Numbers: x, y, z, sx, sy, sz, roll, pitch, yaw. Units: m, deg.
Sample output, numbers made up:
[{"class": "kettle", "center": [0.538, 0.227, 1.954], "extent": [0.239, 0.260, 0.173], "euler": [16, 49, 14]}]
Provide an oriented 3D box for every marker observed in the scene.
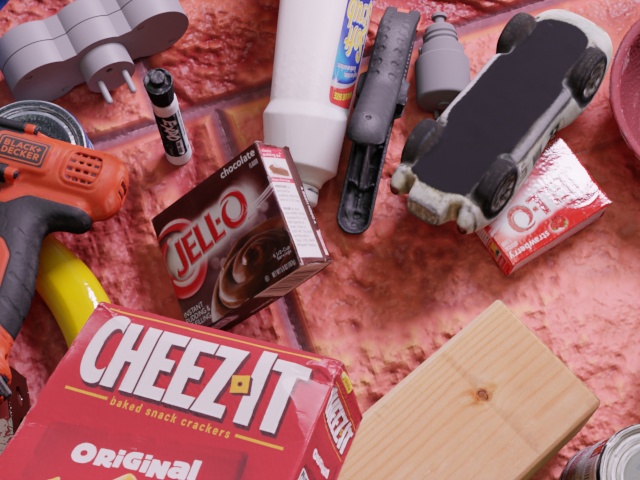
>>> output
[{"class": "marker", "center": [-0.103, -0.082, 0.721], "extent": [0.020, 0.121, 0.020], "euler": [0, 72, -1]}]

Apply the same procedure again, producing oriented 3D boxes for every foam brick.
[{"class": "foam brick", "center": [-0.215, 0.126, 0.687], "extent": [0.051, 0.053, 0.078], "euler": [-12, 73, -5]}]

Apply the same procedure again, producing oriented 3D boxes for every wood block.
[{"class": "wood block", "center": [0.060, 0.144, 0.652], "extent": [0.206, 0.090, 0.091], "euler": [-37, 70, -17]}]

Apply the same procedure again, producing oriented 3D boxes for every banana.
[{"class": "banana", "center": [-0.165, 0.069, 0.715], "extent": [0.069, 0.037, 0.198], "euler": [-15, 72, -6]}]

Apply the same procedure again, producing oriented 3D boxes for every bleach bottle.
[{"class": "bleach bottle", "center": [0.000, -0.139, 0.764], "extent": [0.068, 0.102, 0.251], "euler": [6, 80, 14]}]

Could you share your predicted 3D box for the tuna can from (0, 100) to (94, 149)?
[{"class": "tuna can", "center": [-0.204, -0.056, 0.757], "extent": [0.086, 0.034, 0.086], "euler": [0, 72, 0]}]

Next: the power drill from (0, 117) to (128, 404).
[{"class": "power drill", "center": [-0.235, 0.003, 0.679], "extent": [0.184, 0.057, 0.187], "euler": [14, 65, 7]}]

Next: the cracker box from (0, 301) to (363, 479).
[{"class": "cracker box", "center": [-0.093, 0.146, 0.567], "extent": [0.164, 0.072, 0.213], "euler": [12, 54, 21]}]

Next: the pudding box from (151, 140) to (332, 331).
[{"class": "pudding box", "center": [-0.055, 0.001, 0.707], "extent": [0.114, 0.039, 0.090], "euler": [-32, 70, 31]}]

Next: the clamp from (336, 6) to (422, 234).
[{"class": "clamp", "center": [0.042, -0.101, 0.733], "extent": [0.039, 0.120, 0.171], "euler": [13, 68, -2]}]

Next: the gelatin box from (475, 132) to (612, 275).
[{"class": "gelatin box", "center": [0.148, -0.029, 0.753], "extent": [0.089, 0.030, 0.073], "euler": [-31, 75, -10]}]
